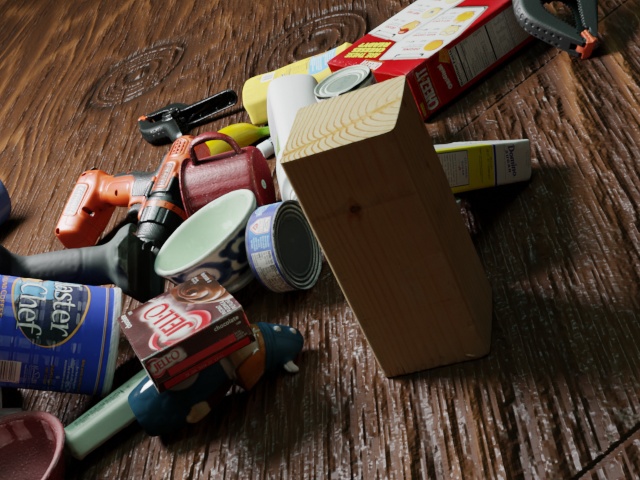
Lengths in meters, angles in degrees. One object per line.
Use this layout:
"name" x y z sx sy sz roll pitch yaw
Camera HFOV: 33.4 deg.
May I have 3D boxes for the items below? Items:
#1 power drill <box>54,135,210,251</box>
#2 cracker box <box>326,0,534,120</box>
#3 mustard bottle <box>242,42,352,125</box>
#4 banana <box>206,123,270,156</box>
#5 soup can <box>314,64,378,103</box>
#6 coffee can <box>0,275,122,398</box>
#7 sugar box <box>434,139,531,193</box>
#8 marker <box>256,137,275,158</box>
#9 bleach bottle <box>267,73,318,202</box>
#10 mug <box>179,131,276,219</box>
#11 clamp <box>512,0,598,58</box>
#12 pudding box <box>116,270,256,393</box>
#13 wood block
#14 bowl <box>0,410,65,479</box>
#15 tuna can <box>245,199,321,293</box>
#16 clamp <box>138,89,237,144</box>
"power drill" -0.222 -0.030 1.240 0.188 0.057 0.184 -7 50 37
"cracker box" 0.141 -0.233 1.283 0.213 0.072 0.164 -38 30 -19
"mustard bottle" -0.003 -0.210 1.379 0.192 0.058 0.096 -19 22 14
"banana" -0.134 -0.095 1.317 0.070 0.037 0.197 1 38 41
"soup can" 0.043 -0.130 1.155 0.068 0.102 0.068 -21 28 11
"coffee can" -0.258 0.086 0.974 0.140 0.103 0.103 8 24 -14
"sugar box" 0.107 -0.065 0.969 0.094 0.048 0.175 2 7 43
"marker" -0.025 -0.140 1.320 0.121 0.020 0.020 -34 28 -14
"bleach bottle" -0.020 -0.089 1.144 0.068 0.102 0.251 -8 31 0
"mug" -0.102 -0.065 1.159 0.081 0.117 0.093 -14 25 13
"clamp" 0.256 -0.293 1.210 0.164 0.036 0.210 -29 64 -15
"pudding box" -0.113 0.074 0.886 0.090 0.039 0.114 -28 20 -13
"wood block" 0.057 -0.006 0.818 0.091 0.206 0.090 -15 30 20
"bowl" -0.270 0.215 0.879 0.162 0.055 0.162 -21 28 11
"tuna can" -0.034 0.006 1.005 0.034 0.086 0.086 -12 31 29
"clamp" -0.204 -0.160 1.489 0.172 0.039 0.120 -9 27 42
